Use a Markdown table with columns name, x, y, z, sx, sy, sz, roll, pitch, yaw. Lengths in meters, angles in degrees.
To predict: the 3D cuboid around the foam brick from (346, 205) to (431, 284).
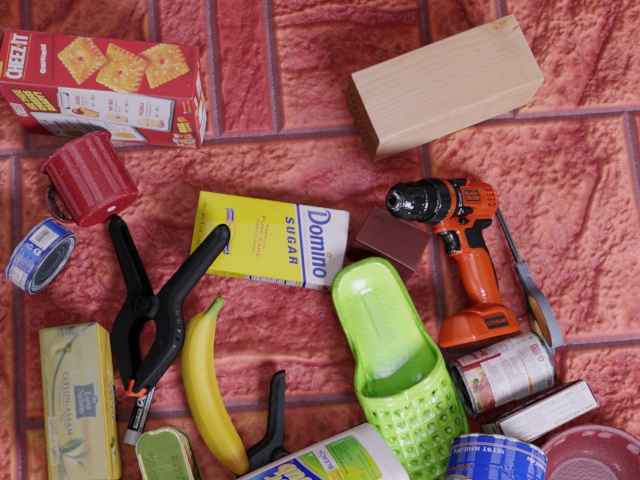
| name | x | y | z | sx | sy | sz | roll | pitch | yaw |
| --- | --- | --- | --- | --- | --- | --- | --- | --- | --- |
| foam brick | 0.079 | 0.006 | 1.231 | 0.078 | 0.051 | 0.053 | 29 | 65 | 5 |

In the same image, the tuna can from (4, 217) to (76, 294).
| name | x | y | z | sx | sy | sz | roll | pitch | yaw |
| --- | --- | --- | --- | --- | --- | --- | --- | --- | --- |
| tuna can | -0.314 | 0.018 | 1.204 | 0.034 | 0.086 | 0.086 | 35 | 79 | 5 |

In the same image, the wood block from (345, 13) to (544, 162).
| name | x | y | z | sx | sy | sz | roll | pitch | yaw |
| --- | --- | --- | --- | --- | --- | --- | --- | --- | --- |
| wood block | 0.143 | -0.178 | 1.259 | 0.206 | 0.090 | 0.091 | -22 | 79 | -7 |

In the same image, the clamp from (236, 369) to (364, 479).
| name | x | y | z | sx | sy | sz | roll | pitch | yaw |
| --- | --- | --- | --- | --- | --- | --- | --- | --- | --- |
| clamp | -0.030 | 0.243 | 1.186 | 0.120 | 0.039 | 0.171 | 24 | 83 | 8 |

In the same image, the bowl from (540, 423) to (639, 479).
| name | x | y | z | sx | sy | sz | roll | pitch | yaw |
| --- | --- | --- | --- | --- | --- | --- | --- | --- | --- |
| bowl | 0.298 | 0.284 | 1.176 | 0.162 | 0.055 | 0.162 | 0 | 77 | -2 |

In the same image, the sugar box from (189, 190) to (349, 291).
| name | x | y | z | sx | sy | sz | roll | pitch | yaw |
| --- | --- | --- | --- | --- | --- | --- | --- | --- | --- |
| sugar box | -0.058 | 0.001 | 1.235 | 0.176 | 0.048 | 0.093 | 7 | 78 | 1 |

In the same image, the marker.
| name | x | y | z | sx | sy | sz | roll | pitch | yaw |
| --- | --- | --- | --- | --- | --- | --- | --- | --- | --- |
| marker | -0.197 | 0.171 | 1.206 | 0.020 | 0.020 | 0.121 | 15 | 78 | 2 |

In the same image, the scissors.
| name | x | y | z | sx | sy | sz | roll | pitch | yaw |
| --- | --- | --- | --- | --- | --- | --- | --- | --- | --- |
| scissors | 0.237 | 0.052 | 1.239 | 0.016 | 0.096 | 0.202 | -16 | 47 | -2 |

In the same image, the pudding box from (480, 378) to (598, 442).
| name | x | y | z | sx | sy | sz | roll | pitch | yaw |
| --- | --- | --- | --- | --- | --- | --- | --- | --- | --- |
| pudding box | 0.241 | 0.193 | 1.177 | 0.113 | 0.090 | 0.039 | -27 | 80 | -7 |

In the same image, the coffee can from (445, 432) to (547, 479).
| name | x | y | z | sx | sy | sz | roll | pitch | yaw |
| --- | --- | --- | --- | --- | --- | --- | --- | --- | --- |
| coffee can | 0.174 | 0.282 | 1.096 | 0.103 | 0.103 | 0.140 | 13 | 62 | 1 |

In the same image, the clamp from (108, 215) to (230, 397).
| name | x | y | z | sx | sy | sz | roll | pitch | yaw |
| --- | --- | --- | --- | --- | --- | --- | --- | --- | --- |
| clamp | -0.195 | 0.069 | 1.202 | 0.165 | 0.036 | 0.210 | 12 | 84 | 31 |

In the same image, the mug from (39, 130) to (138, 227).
| name | x | y | z | sx | sy | sz | roll | pitch | yaw |
| --- | --- | --- | --- | --- | --- | --- | --- | --- | --- |
| mug | -0.271 | -0.062 | 1.229 | 0.117 | 0.093 | 0.081 | -33 | 84 | 23 |

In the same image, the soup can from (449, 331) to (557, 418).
| name | x | y | z | sx | sy | sz | roll | pitch | yaw |
| --- | --- | --- | --- | --- | --- | --- | --- | --- | --- |
| soup can | 0.204 | 0.150 | 1.198 | 0.102 | 0.068 | 0.068 | -20 | 79 | -7 |

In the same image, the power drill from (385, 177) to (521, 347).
| name | x | y | z | sx | sy | sz | roll | pitch | yaw |
| --- | --- | --- | --- | --- | --- | --- | --- | --- | --- |
| power drill | 0.150 | 0.021 | 1.188 | 0.184 | 0.057 | 0.187 | -3 | 80 | -46 |

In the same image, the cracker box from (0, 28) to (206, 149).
| name | x | y | z | sx | sy | sz | roll | pitch | yaw |
| --- | --- | --- | --- | --- | --- | --- | --- | --- | --- |
| cracker box | -0.240 | -0.170 | 1.208 | 0.213 | 0.164 | 0.072 | 6 | 76 | -1 |

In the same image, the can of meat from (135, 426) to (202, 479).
| name | x | y | z | sx | sy | sz | roll | pitch | yaw |
| --- | --- | --- | --- | --- | --- | --- | --- | --- | --- |
| can of meat | -0.163 | 0.253 | 1.156 | 0.057 | 0.084 | 0.102 | -17 | 78 | -5 |

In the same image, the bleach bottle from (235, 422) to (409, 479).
| name | x | y | z | sx | sy | sz | roll | pitch | yaw |
| --- | --- | --- | --- | --- | --- | --- | --- | --- | --- |
| bleach bottle | -0.038 | 0.278 | 1.102 | 0.250 | 0.068 | 0.103 | -20 | 44 | -20 |

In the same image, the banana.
| name | x | y | z | sx | sy | sz | roll | pitch | yaw |
| --- | --- | --- | --- | --- | --- | --- | --- | --- | --- |
| banana | -0.123 | 0.165 | 1.189 | 0.037 | 0.070 | 0.198 | -1 | 75 | -41 |
